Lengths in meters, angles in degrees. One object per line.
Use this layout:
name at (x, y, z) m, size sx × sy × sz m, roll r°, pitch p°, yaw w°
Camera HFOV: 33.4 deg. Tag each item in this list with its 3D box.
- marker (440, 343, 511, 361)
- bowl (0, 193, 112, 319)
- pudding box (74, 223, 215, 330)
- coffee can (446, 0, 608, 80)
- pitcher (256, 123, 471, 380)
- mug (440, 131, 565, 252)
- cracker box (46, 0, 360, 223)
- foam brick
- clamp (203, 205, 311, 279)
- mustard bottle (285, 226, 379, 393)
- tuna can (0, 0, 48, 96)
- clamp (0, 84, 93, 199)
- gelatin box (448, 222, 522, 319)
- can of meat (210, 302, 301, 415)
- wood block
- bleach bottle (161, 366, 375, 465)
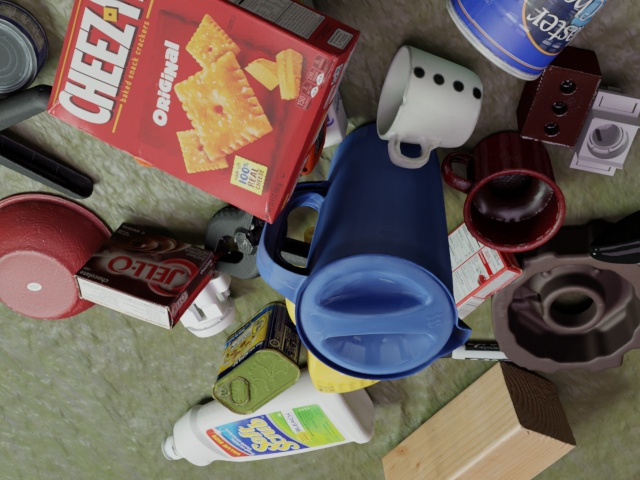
marker at (0.177, 0.122, 1.170) m, size 0.121 × 0.020 × 0.020 m, roll 2°, pitch 126°, yaw 5°
bowl at (-0.295, 0.031, 1.129) m, size 0.162 × 0.055 × 0.162 m, roll 3°, pitch 127°, yaw 4°
pudding box at (-0.177, 0.035, 1.081) m, size 0.114 × 0.090 × 0.039 m, roll 15°, pitch 132°, yaw 20°
coffee can at (0.186, -0.216, 0.870) m, size 0.102 × 0.102 × 0.140 m, roll 32°, pitch 123°, yaw -17°
pitcher at (0.044, -0.006, 0.951) m, size 0.145 × 0.242 × 0.149 m, roll -20°, pitch 122°, yaw 19°
mug at (0.168, -0.053, 1.004) m, size 0.117 × 0.081 × 0.093 m, roll 16°, pitch 126°, yaw -6°
cracker box at (-0.098, -0.133, 0.859) m, size 0.213 × 0.072 × 0.164 m, roll 26°, pitch 123°, yaw 2°
foam brick at (0.213, -0.131, 0.961) m, size 0.053 × 0.051 × 0.078 m, roll 11°, pitch 127°, yaw -2°
clamp at (-0.057, 0.001, 1.055) m, size 0.120 × 0.039 × 0.172 m, roll 57°, pitch 142°, yaw 5°
mustard bottle at (0.016, 0.068, 1.100) m, size 0.096 × 0.058 × 0.191 m, roll -16°, pitch 123°, yaw 2°
tuna can at (-0.299, -0.177, 0.990) m, size 0.086 × 0.033 × 0.086 m, roll 3°, pitch 126°, yaw 4°
clamp at (-0.327, -0.108, 1.021) m, size 0.210 × 0.036 × 0.165 m, roll 12°, pitch 149°, yaw 1°
gelatin box at (0.150, 0.025, 1.068) m, size 0.030 × 0.073 × 0.089 m, roll 17°, pitch 131°, yaw -44°
can of meat at (-0.066, 0.127, 1.158) m, size 0.057 × 0.084 × 0.102 m, roll 39°, pitch 120°, yaw -22°
wood block at (0.174, 0.239, 1.202) m, size 0.090 × 0.090 × 0.206 m, roll 24°, pitch 126°, yaw -31°
bleach bottle at (-0.069, 0.216, 1.239) m, size 0.251 × 0.068 × 0.102 m, roll -21°, pitch 121°, yaw 22°
